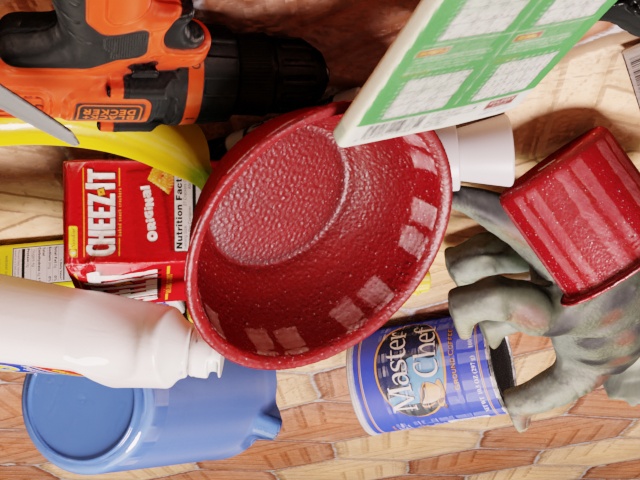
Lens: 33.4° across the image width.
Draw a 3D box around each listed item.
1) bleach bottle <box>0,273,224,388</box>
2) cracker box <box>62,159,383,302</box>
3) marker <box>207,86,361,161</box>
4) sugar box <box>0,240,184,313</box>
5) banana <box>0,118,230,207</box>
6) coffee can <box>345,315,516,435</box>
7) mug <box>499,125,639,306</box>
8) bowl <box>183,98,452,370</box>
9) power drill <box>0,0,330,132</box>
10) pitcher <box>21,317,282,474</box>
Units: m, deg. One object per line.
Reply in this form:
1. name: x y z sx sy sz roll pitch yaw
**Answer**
1. bleach bottle: -0.183 0.051 0.641 0.251 0.068 0.102 7 165 1
2. cracker box: -0.055 0.001 0.700 0.213 0.072 0.164 -1 168 -9
3. marker: -0.027 -0.065 0.642 0.121 0.020 0.020 -16 155 27
4. sugar box: -0.199 0.033 0.824 0.176 0.048 0.093 -7 160 0
5. banana: -0.145 -0.061 0.575 0.197 0.069 0.037 6 127 -12
6. coffee can: 0.108 0.127 1.028 0.140 0.103 0.102 -13 156 21
7. mug: 0.171 -0.021 0.682 0.093 0.081 0.117 -36 180 26
8. bowl: -0.010 -0.011 0.571 0.161 0.055 0.162 -18 129 -25
9. power drill: -0.062 -0.108 0.477 0.184 0.057 0.188 -4 158 -21
10. pitcher: -0.144 0.120 0.874 0.149 0.145 0.242 -19 169 15
